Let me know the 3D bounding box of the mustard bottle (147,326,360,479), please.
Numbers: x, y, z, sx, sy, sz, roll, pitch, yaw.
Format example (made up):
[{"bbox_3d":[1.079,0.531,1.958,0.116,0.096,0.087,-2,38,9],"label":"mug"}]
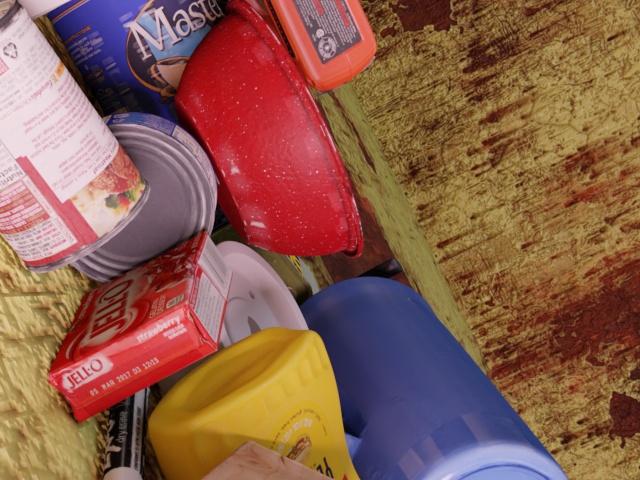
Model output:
[{"bbox_3d":[-0.014,0.146,0.527,0.096,0.058,0.191,-36,116,-43],"label":"mustard bottle"}]

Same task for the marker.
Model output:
[{"bbox_3d":[-0.087,0.095,0.478,0.020,0.020,0.121,58,11,-31],"label":"marker"}]

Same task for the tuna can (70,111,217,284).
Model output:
[{"bbox_3d":[-0.096,-0.022,0.544,0.086,0.086,0.034,60,9,-18],"label":"tuna can"}]

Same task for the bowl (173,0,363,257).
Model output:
[{"bbox_3d":[-0.038,-0.051,0.598,0.162,0.055,0.162,59,-10,17],"label":"bowl"}]

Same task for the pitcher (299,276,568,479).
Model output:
[{"bbox_3d":[0.048,0.120,0.668,0.145,0.149,0.243,66,-7,-22],"label":"pitcher"}]

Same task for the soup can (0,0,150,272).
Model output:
[{"bbox_3d":[-0.132,-0.045,0.471,0.102,0.068,0.068,58,11,-26],"label":"soup can"}]

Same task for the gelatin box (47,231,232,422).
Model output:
[{"bbox_3d":[-0.082,0.037,0.498,0.030,0.073,0.089,59,11,-19],"label":"gelatin box"}]

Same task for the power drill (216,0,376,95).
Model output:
[{"bbox_3d":[-0.051,-0.168,0.739,0.188,0.057,0.184,12,-45,61],"label":"power drill"}]

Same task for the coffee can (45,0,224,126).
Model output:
[{"bbox_3d":[-0.103,-0.116,0.702,0.140,0.103,0.103,61,10,-13],"label":"coffee can"}]
